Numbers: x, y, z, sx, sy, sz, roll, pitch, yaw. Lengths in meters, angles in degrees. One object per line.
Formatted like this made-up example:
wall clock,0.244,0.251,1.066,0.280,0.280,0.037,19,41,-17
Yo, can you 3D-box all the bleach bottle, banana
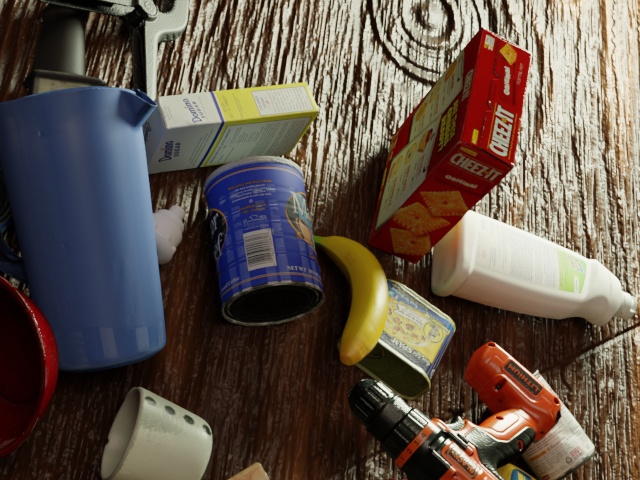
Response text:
bleach bottle,0.250,0.048,1.212,0.250,0.068,0.102,19,56,-18
banana,0.035,0.052,1.075,0.069,0.037,0.198,-20,37,0

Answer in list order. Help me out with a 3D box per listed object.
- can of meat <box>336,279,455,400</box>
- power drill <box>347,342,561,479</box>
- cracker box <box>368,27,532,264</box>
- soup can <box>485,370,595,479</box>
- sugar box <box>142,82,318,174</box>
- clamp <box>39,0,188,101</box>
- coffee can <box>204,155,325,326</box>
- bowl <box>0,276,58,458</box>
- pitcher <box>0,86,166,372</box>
can of meat,0.081,0.100,1.104,0.102,0.058,0.083,36,52,-3
power drill,0.134,0.170,1.011,0.184,0.057,0.187,43,41,12
cracker box,0.137,-0.095,1.143,0.072,0.214,0.164,23,55,-12
soup can,0.230,0.196,1.114,0.068,0.069,0.102,-29,78,-35
sugar box,-0.100,-0.118,1.118,0.175,0.093,0.048,-8,66,-29
clamp,-0.193,-0.235,1.156,0.164,0.036,0.209,56,38,-11
coffee can,-0.057,0.001,1.065,0.102,0.103,0.140,2,62,-25
bowl,-0.273,0.100,0.896,0.162,0.162,0.055,59,26,14
pitcher,-0.218,-0.011,0.943,0.144,0.149,0.243,-12,96,-33
